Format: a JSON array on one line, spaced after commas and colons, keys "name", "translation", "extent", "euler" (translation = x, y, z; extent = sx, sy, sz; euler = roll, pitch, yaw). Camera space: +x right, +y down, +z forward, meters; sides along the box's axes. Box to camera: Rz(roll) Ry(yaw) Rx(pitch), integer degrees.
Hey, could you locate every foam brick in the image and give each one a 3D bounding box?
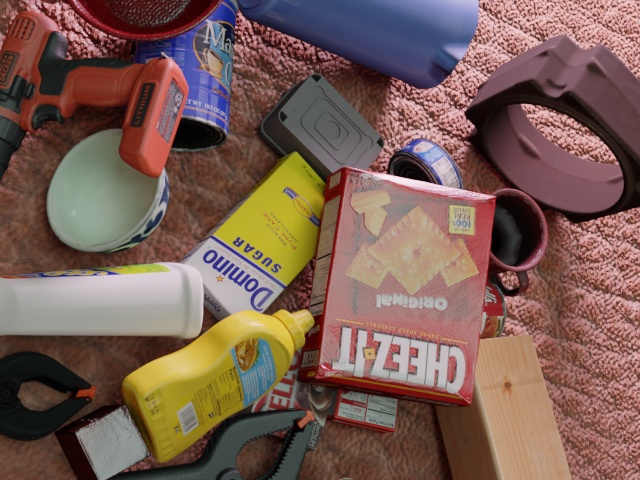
[{"name": "foam brick", "translation": [-0.195, 0.181, 0.950], "extent": [0.052, 0.078, 0.051], "euler": [-26, 93, -29]}]

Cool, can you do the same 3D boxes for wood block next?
[{"name": "wood block", "translation": [0.190, 0.212, 1.115], "extent": [0.090, 0.090, 0.206], "euler": [-3, 69, -26]}]

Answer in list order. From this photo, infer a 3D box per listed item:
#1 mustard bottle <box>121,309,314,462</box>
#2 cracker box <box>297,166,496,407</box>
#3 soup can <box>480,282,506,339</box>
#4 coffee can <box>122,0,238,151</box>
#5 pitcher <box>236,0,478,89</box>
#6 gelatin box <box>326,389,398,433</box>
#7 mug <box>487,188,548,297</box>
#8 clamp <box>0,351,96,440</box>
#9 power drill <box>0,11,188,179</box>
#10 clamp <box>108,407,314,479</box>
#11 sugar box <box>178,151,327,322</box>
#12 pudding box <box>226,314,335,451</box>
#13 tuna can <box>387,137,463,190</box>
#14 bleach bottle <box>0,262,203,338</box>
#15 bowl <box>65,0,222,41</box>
[{"name": "mustard bottle", "translation": [-0.085, 0.118, 0.978], "extent": [0.191, 0.058, 0.096], "euler": [-31, 133, -24]}, {"name": "cracker box", "translation": [0.078, 0.047, 1.056], "extent": [0.164, 0.072, 0.213], "euler": [11, 78, -14]}, {"name": "soup can", "translation": [0.139, 0.077, 1.152], "extent": [0.102, 0.069, 0.068], "euler": [4, 77, -26]}, {"name": "coffee can", "translation": [-0.136, -0.169, 1.043], "extent": [0.102, 0.103, 0.140], "euler": [9, 75, -25]}, {"name": "pitcher", "translation": [0.033, -0.257, 1.121], "extent": [0.242, 0.149, 0.145], "euler": [12, 82, -35]}, {"name": "gelatin box", "translation": [0.045, 0.150, 1.109], "extent": [0.073, 0.030, 0.089], "euler": [17, 72, -25]}, {"name": "mug", "translation": [0.196, 0.008, 1.188], "extent": [0.093, 0.082, 0.117], "euler": [-24, 90, -29]}, {"name": "clamp", "translation": [-0.285, 0.146, 0.934], "extent": [0.171, 0.039, 0.120], "euler": [12, 75, -24]}, {"name": "power drill", "translation": [-0.226, -0.111, 0.960], "extent": [0.188, 0.057, 0.184], "euler": [13, 76, 15]}, {"name": "clamp", "translation": [-0.096, 0.223, 0.997], "extent": [0.164, 0.036, 0.210], "euler": [46, 77, -11]}, {"name": "sugar box", "translation": [-0.057, 0.001, 1.080], "extent": [0.093, 0.048, 0.176], "euler": [47, 61, -11]}, {"name": "pudding box", "translation": [-0.033, 0.143, 1.064], "extent": [0.090, 0.039, 0.113], "euler": [25, 69, -20]}, {"name": "tuna can", "translation": [0.113, -0.066, 1.160], "extent": [0.033, 0.086, 0.086], "euler": [-33, 95, -27]}, {"name": "bleach bottle", "translation": [-0.237, 0.055, 0.941], "extent": [0.250, 0.103, 0.068], "euler": [0, 94, -28]}, {"name": "bowl", "translation": [-0.160, -0.247, 0.977], "extent": [0.162, 0.055, 0.162], "euler": [1, 77, -5]}]
